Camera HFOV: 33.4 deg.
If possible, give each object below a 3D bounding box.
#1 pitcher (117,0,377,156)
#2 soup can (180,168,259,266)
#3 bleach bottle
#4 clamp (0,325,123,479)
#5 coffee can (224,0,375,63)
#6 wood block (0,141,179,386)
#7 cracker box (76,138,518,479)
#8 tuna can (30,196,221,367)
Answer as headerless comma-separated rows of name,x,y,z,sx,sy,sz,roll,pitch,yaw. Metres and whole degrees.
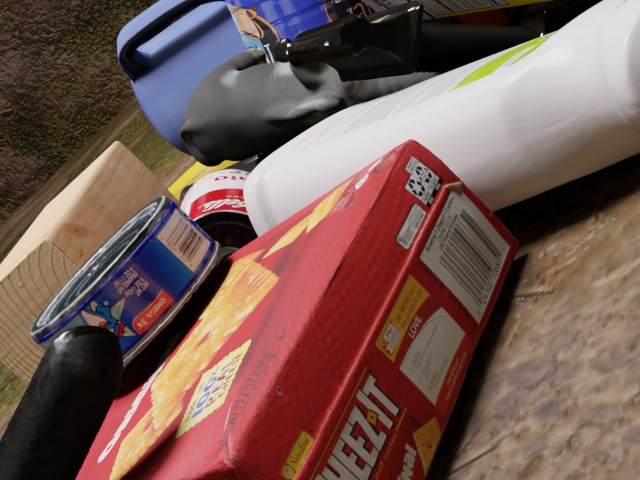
pitcher,-0.064,-0.193,1.014,0.243,0.145,0.149,-30,8,30
soup can,-0.054,0.001,0.638,0.068,0.068,0.102,-42,15,10
bleach bottle,0.072,-0.045,0.434,0.102,0.068,0.251,-38,12,-32
clamp,-0.134,0.121,0.379,0.165,0.036,0.210,10,90,50
coffee can,-0.014,-0.173,0.799,0.103,0.140,0.103,-22,17,7
wood block,-0.169,0.016,0.782,0.091,0.090,0.206,-39,16,16
cracker box,-0.039,0.069,0.421,0.214,0.072,0.164,-31,20,43
tuna can,-0.085,0.021,0.463,0.086,0.033,0.086,-42,14,13
